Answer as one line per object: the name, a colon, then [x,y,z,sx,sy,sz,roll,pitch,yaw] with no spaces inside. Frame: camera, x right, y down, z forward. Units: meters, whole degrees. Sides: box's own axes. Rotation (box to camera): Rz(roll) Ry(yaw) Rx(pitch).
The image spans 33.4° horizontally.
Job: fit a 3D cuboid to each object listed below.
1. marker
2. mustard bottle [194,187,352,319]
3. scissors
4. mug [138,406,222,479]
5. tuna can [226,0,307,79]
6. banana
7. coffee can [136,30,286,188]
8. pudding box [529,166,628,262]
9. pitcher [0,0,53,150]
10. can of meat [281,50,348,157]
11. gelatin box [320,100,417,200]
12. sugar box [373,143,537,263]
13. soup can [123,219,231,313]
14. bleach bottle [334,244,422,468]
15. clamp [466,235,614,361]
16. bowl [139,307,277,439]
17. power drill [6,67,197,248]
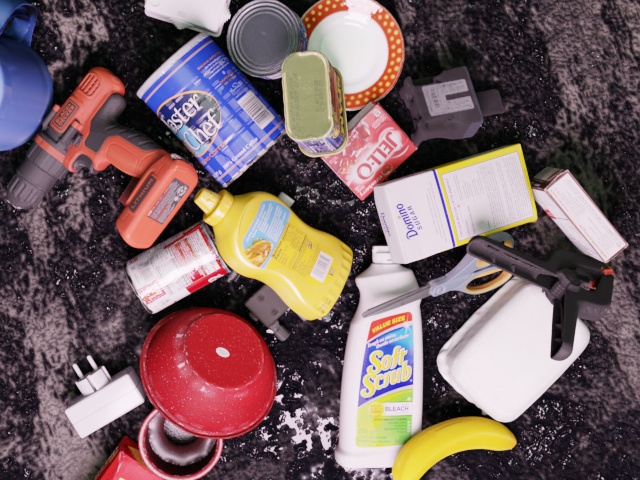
marker: [-0.072,-0.002,1.228,0.020,0.020,0.121,35,93,-7]
mustard bottle: [-0.058,0.002,1.182,0.191,0.058,0.096,35,63,-20]
scissors: [0.142,0.037,1.193,0.201,0.016,0.096,-8,133,-32]
mug: [-0.153,0.206,1.211,0.093,0.081,0.117,17,94,-6]
tuna can: [-0.058,-0.223,1.186,0.086,0.033,0.086,1,92,16]
banana: [0.148,0.238,1.220,0.197,0.037,0.069,-18,114,-33]
coffee can: [-0.116,-0.143,1.168,0.103,0.103,0.140,-42,97,1]
pudding box: [0.291,-0.030,1.215,0.039,0.090,0.113,-42,97,1]
pitcher: [-0.349,-0.164,1.079,0.145,0.243,0.149,-17,98,-4]
can of meat: [-0.007,-0.148,1.152,0.057,0.084,0.102,-6,84,10]
gelatin box: [0.054,-0.103,1.211,0.089,0.030,0.073,-42,112,5]
sugar box: [0.153,-0.042,1.208,0.176,0.048,0.093,-17,96,-15]
soup can: [-0.161,0.030,1.200,0.102,0.068,0.068,-29,97,0]
bleach bottle: [0.067,0.131,1.230,0.102,0.068,0.251,-1,94,-7]
clamp: [0.270,0.060,1.182,0.036,0.209,0.165,-52,54,34]
bowl: [-0.114,0.133,1.174,0.162,0.055,0.162,13,54,-18]
power drill: [-0.238,-0.074,1.151,0.188,0.057,0.184,38,94,24]
